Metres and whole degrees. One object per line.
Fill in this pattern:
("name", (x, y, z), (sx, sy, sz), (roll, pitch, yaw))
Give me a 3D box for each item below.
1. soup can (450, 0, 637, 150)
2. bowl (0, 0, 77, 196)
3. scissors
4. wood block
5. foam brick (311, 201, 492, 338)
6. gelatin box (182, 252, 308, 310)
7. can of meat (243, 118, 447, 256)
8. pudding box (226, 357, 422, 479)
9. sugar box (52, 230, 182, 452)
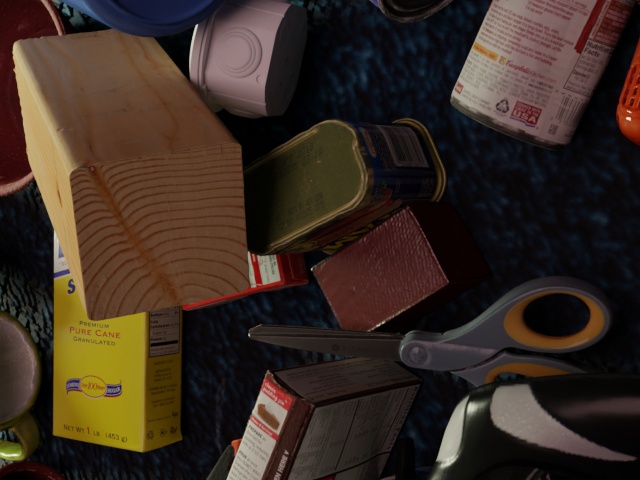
("soup can", (0.116, -0.105, 0.544), (0.069, 0.068, 0.102), (32, 110, 29))
("bowl", (-0.219, -0.113, 0.779), (0.162, 0.055, 0.162), (2, 93, 34))
("scissors", (0.065, 0.044, 0.565), (0.202, 0.016, 0.096), (18, 118, 7))
("wood block", (-0.117, -0.049, 0.626), (0.206, 0.090, 0.091), (-129, 33, -54))
("foam brick", (0.045, 0.018, 0.607), (0.078, 0.052, 0.051), (-34, 74, 30))
("gelatin box", (-0.054, 0.001, 0.688), (0.089, 0.030, 0.073), (-16, 82, 34))
("can of meat", (0.008, -0.030, 0.611), (0.102, 0.083, 0.057), (-28, 77, 32))
("pudding box", (0.002, 0.114, 0.606), (0.039, 0.113, 0.090), (29, 107, 31))
("sugar box", (-0.141, 0.051, 0.740), (0.093, 0.048, 0.176), (1, 94, 34))
